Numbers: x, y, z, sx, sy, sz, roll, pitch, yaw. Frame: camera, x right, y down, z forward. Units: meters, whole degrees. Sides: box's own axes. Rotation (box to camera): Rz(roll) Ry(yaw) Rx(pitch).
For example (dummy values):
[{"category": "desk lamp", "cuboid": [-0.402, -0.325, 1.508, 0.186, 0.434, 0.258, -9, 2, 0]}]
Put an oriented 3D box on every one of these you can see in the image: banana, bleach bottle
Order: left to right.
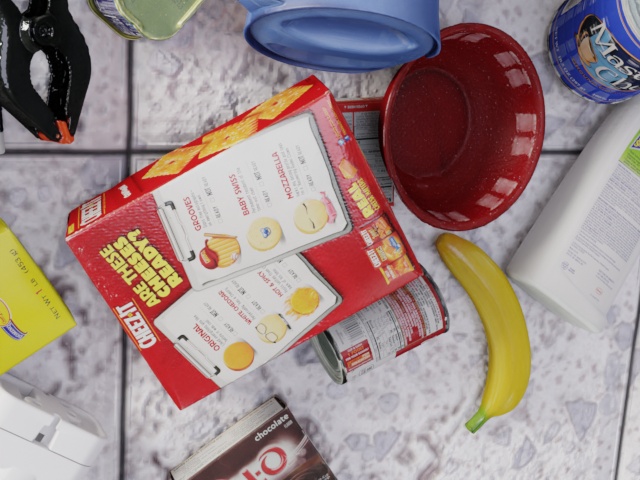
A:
[{"category": "banana", "cuboid": [0.150, 0.078, 0.943, 0.069, 0.037, 0.198, -19, 110, -19]}, {"category": "bleach bottle", "cuboid": [0.270, -0.048, 0.949, 0.102, 0.068, 0.251, 35, 86, -26]}]

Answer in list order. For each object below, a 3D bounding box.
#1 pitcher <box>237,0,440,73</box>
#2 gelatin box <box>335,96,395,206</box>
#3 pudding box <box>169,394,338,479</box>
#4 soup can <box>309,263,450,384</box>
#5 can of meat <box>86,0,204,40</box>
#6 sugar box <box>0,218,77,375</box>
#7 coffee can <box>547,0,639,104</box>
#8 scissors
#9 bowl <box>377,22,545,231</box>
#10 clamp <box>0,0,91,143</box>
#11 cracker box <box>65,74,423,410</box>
[{"category": "pitcher", "cuboid": [0.015, -0.246, 0.724, 0.145, 0.149, 0.243, 3, 82, 6]}, {"category": "gelatin box", "cuboid": [0.021, -0.069, 0.855, 0.073, 0.030, 0.089, -6, 106, -23]}, {"category": "pudding box", "cuboid": [-0.055, 0.197, 0.884, 0.113, 0.039, 0.090, -37, 114, -11]}, {"category": "soup can", "cuboid": [0.046, 0.067, 0.879, 0.102, 0.069, 0.068, -26, 112, -15]}, {"category": "can of meat", "cuboid": [-0.108, -0.187, 0.739, 0.057, 0.084, 0.102, 41, 85, -26]}, {"category": "sugar box", "cuboid": [-0.273, 0.070, 0.756, 0.176, 0.048, 0.093, -36, 115, -12]}, {"category": "coffee can", "cuboid": [0.256, -0.174, 0.851, 0.102, 0.140, 0.103, 1, 84, -11]}, {"category": "scissors", "cuboid": [0.069, -0.131, 0.867, 0.201, 0.016, 0.096, 34, 89, -26]}, {"category": "bowl", "cuboid": [0.101, -0.090, 0.842, 0.161, 0.055, 0.162, -8, 105, -31]}, {"category": "clamp", "cuboid": [-0.205, -0.146, 0.719, 0.120, 0.039, 0.171, -16, 109, -38]}, {"category": "cracker box", "cuboid": [-0.055, 0.001, 0.797, 0.213, 0.072, 0.164, -29, 112, 0]}]
